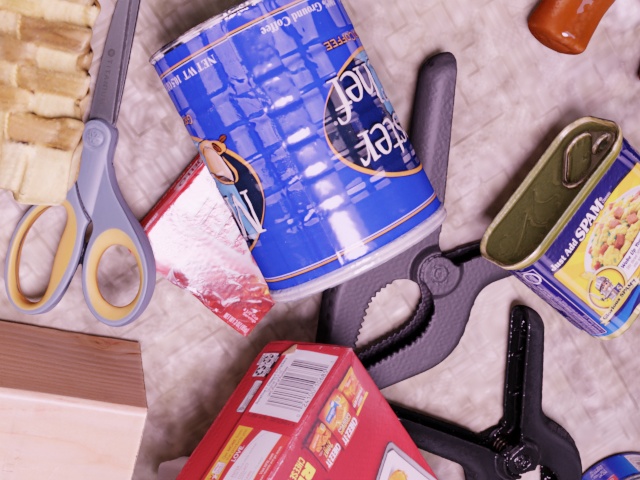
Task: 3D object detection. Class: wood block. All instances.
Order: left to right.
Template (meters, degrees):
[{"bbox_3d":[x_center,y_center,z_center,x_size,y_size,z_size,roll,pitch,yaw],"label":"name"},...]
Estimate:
[{"bbox_3d":[-0.207,0.096,0.579,0.206,0.091,0.090,11,105,-15],"label":"wood block"}]

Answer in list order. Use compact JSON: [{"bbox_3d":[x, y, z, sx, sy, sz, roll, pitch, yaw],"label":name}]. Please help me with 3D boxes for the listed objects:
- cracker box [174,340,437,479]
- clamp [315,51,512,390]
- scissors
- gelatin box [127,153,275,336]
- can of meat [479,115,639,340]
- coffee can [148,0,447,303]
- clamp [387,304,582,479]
[{"bbox_3d":[0.000,0.186,0.600,0.164,0.072,0.213,-57,131,-32],"label":"cracker box"},{"bbox_3d":[0.061,0.005,0.636,0.210,0.036,0.164,-44,110,0],"label":"clamp"},{"bbox_3d":[-0.107,-0.040,0.580,0.096,0.016,0.202,31,100,10],"label":"scissors"},{"bbox_3d":[-0.054,0.001,0.613,0.089,0.030,0.073,39,96,-20],"label":"gelatin box"},{"bbox_3d":[0.157,-0.005,0.612,0.083,0.057,0.102,37,89,-22],"label":"can of meat"},{"bbox_3d":[-0.011,-0.053,0.551,0.103,0.103,0.140,-27,97,-3],"label":"coffee can"},{"bbox_3d":[0.110,0.135,0.686,0.120,0.039,0.171,-25,111,-2],"label":"clamp"}]
